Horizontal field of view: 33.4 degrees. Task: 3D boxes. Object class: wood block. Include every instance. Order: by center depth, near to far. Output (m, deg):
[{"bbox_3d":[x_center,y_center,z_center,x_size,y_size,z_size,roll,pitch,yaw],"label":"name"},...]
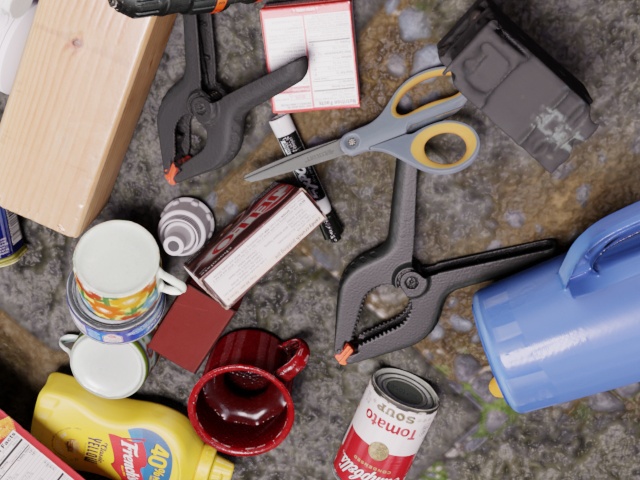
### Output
[{"bbox_3d":[-0.194,-0.120,0.870,0.091,0.090,0.206,24,113,-2],"label":"wood block"}]

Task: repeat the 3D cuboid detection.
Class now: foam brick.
[{"bbox_3d":[-0.110,0.069,0.955,0.051,0.053,0.078,31,112,-7],"label":"foam brick"}]

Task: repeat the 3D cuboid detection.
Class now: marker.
[{"bbox_3d":[-0.010,-0.052,0.913,0.020,0.020,0.121,-21,108,14],"label":"marker"}]

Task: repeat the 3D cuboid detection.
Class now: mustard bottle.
[{"bbox_3d":[-0.175,0.192,1.009,0.191,0.058,0.096,17,122,-1],"label":"mustard bottle"}]

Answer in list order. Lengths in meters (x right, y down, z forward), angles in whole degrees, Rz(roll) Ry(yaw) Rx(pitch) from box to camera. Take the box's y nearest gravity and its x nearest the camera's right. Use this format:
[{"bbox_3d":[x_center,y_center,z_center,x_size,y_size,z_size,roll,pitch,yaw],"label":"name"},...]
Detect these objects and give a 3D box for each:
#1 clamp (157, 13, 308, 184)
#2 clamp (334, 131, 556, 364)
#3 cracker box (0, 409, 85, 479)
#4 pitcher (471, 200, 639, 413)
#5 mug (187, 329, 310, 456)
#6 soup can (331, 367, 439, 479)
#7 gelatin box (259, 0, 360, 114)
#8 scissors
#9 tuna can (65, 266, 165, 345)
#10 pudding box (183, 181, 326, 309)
[{"bbox_3d":[-0.094,-0.124,0.875,0.120,0.039,0.172,49,123,11],"label":"clamp"},{"bbox_3d":[0.090,0.032,0.925,0.164,0.036,0.210,31,108,-6],"label":"clamp"},{"bbox_3d":[-0.288,0.231,0.989,0.213,0.072,0.164,43,149,-12],"label":"cracker box"},{"bbox_3d":[0.247,0.045,0.850,0.243,0.145,0.149,-21,89,11],"label":"pitcher"},{"bbox_3d":[-0.058,0.125,0.954,0.117,0.081,0.093,-38,106,18],"label":"mug"},{"bbox_3d":[0.059,0.176,0.971,0.068,0.068,0.102,21,112,-2],"label":"soup can"},{"bbox_3d":[-0.007,-0.150,0.867,0.073,0.030,0.089,-4,112,7],"label":"gelatin box"},{"bbox_3d":[0.043,-0.067,0.872,0.202,0.016,0.096,-33,76,7],"label":"scissors"},{"bbox_3d":[-0.179,0.046,0.937,0.086,0.086,0.034,15,155,1],"label":"tuna can"},{"bbox_3d":[-0.056,0.001,0.881,0.113,0.090,0.039,-44,105,-7],"label":"pudding box"}]
